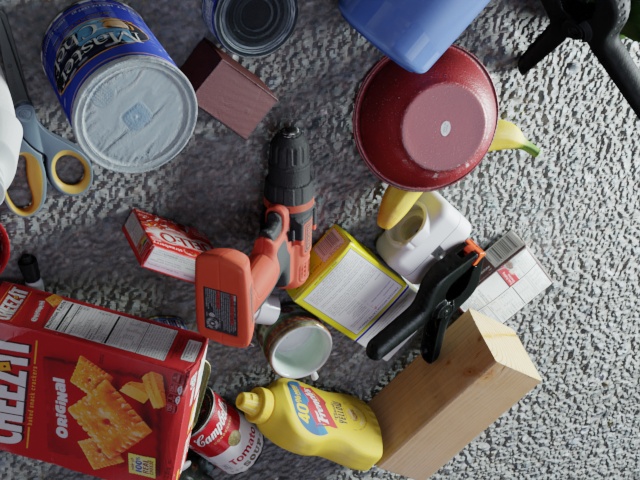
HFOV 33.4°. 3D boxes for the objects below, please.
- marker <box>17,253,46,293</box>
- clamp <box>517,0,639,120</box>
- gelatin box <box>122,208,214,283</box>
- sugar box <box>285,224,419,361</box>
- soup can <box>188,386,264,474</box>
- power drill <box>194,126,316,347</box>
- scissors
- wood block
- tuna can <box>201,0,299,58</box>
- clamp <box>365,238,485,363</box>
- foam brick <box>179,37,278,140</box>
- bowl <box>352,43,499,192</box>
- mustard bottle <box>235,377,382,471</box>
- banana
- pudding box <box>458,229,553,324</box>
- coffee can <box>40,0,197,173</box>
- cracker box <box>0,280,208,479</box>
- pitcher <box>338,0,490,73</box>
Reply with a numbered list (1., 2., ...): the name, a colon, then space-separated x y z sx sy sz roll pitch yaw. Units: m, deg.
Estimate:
1. marker: -0.280 0.064 1.068 0.020 0.020 0.121 -17 127 -16
2. clamp: 0.251 -0.214 1.051 0.036 0.165 0.210 -47 138 -22
3. gelatin box: -0.145 0.008 1.063 0.089 0.073 0.030 20 110 -35
4. sugar box: 0.047 0.062 1.215 0.093 0.048 0.176 -46 133 8
5. soup can: -0.119 0.217 1.220 0.068 0.069 0.102 -41 130 4
6. power drill: -0.057 0.001 1.048 0.187 0.057 0.184 -51 148 -51
7. scissors: -0.250 -0.111 0.969 0.096 0.016 0.202 -3 122 -27
8. wood block: 0.152 0.191 1.299 0.090 0.090 0.206 26 118 -36
9. tuna can: -0.063 -0.212 0.982 0.086 0.034 0.086 -13 126 -19
10. clamp: 0.122 0.074 1.200 0.120 0.039 0.172 -5 127 -47
11. foam brick: -0.090 -0.142 1.004 0.078 0.053 0.051 33 103 -38
12. bowl: 0.117 -0.121 1.090 0.162 0.055 0.162 -4 108 -13
13. mustard bottle: -0.018 0.208 1.245 0.191 0.096 0.058 22 123 -35
14. banana: 0.140 -0.083 1.155 0.198 0.069 0.037 -26 173 -2
15. pudding box: 0.216 0.054 1.298 0.113 0.039 0.090 -39 133 6
16. coffee can: -0.174 -0.134 0.909 0.102 0.140 0.103 -13 126 -19
17. cracker box: -0.230 0.148 1.050 0.213 0.072 0.164 15 120 2
18. pitcher: 0.119 -0.284 0.975 0.243 0.149 0.144 -50 148 15
